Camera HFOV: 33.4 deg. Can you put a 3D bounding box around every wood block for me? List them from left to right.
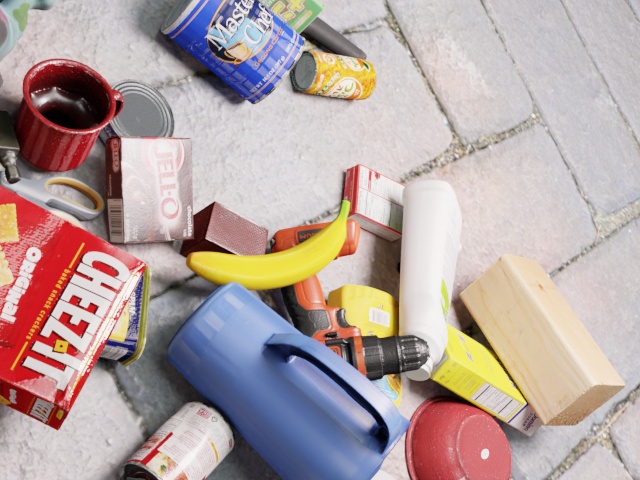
[{"bbox_3d":[0.281,0.127,1.363,0.090,0.090,0.206,11,41,-49],"label":"wood block"}]

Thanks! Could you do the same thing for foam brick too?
[{"bbox_3d":[-0.105,0.002,1.185,0.078,0.051,0.053,30,53,-26],"label":"foam brick"}]

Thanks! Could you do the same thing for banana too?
[{"bbox_3d":[-0.048,0.018,1.157,0.197,0.037,0.069,-20,94,-23],"label":"banana"}]

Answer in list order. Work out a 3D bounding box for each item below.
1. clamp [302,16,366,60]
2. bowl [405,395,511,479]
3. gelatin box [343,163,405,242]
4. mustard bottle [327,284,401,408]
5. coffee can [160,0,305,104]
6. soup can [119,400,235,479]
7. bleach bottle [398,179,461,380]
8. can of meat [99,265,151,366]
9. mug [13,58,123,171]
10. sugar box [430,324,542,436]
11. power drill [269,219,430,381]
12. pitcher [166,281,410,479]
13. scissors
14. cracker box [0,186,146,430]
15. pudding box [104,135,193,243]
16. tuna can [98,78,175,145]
[{"bbox_3d":[-0.032,-0.298,1.394,0.209,0.036,0.164,-15,79,-40],"label":"clamp"},{"bbox_3d":[0.181,0.262,1.300,0.161,0.055,0.162,17,61,-33],"label":"bowl"},{"bbox_3d":[0.070,-0.048,1.369,0.089,0.030,0.073,23,58,-31],"label":"gelatin box"},{"bbox_3d":[0.052,0.152,1.241,0.096,0.058,0.191,21,57,-38],"label":"mustard bottle"},{"bbox_3d":[-0.103,-0.245,1.265,0.140,0.103,0.102,38,51,-21],"label":"coffee can"},{"bbox_3d":[-0.139,0.213,1.049,0.068,0.069,0.102,53,46,-7],"label":"soup can"},{"bbox_3d":[0.127,0.051,1.292,0.102,0.068,0.250,63,29,-45],"label":"bleach bottle"},{"bbox_3d":[-0.220,0.066,1.058,0.083,0.058,0.102,17,60,-31],"label":"can of meat"},{"bbox_3d":[-0.255,-0.127,1.088,0.117,0.082,0.093,-23,73,-38],"label":"mug"},{"bbox_3d":[0.203,0.170,1.343,0.176,0.048,0.093,29,23,-25],"label":"sugar box"},{"bbox_3d":[0.021,0.072,1.201,0.184,0.057,0.187,-7,65,-2],"label":"power drill"},{"bbox_3d":[-0.033,0.152,1.081,0.243,0.149,0.145,42,7,5],"label":"pitcher"},{"bbox_3d":[-0.307,-0.040,1.060,0.201,0.016,0.096,13,58,-36],"label":"scissors"},{"bbox_3d":[-0.289,0.045,0.956,0.213,0.072,0.164,28,59,-8],"label":"cracker box"},{"bbox_3d":[-0.181,-0.054,1.133,0.089,0.039,0.113,-4,96,-41],"label":"pudding box"},{"bbox_3d":[-0.206,-0.132,1.176,0.086,0.034,0.086,17,60,-33],"label":"tuna can"}]
